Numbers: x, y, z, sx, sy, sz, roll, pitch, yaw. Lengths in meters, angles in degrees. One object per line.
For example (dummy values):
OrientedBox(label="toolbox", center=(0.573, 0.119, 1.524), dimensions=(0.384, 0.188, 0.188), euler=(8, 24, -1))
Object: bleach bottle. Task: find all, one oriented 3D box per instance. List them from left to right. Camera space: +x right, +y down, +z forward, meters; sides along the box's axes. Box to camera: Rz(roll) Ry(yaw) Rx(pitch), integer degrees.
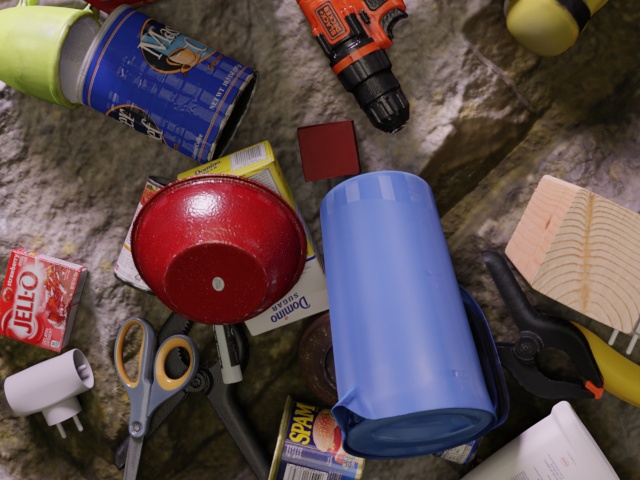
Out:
OrientedBox(label="bleach bottle", center=(0.152, 0.259, 1.003), dimensions=(0.251, 0.068, 0.102), euler=(-34, 89, 9))

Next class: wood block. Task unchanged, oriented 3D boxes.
OrientedBox(label="wood block", center=(0.229, 0.005, 0.934), dimensions=(0.090, 0.206, 0.091), euler=(26, 98, 1))

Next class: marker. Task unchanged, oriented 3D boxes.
OrientedBox(label="marker", center=(-0.096, 0.077, 1.029), dimensions=(0.020, 0.020, 0.121), euler=(-11, 91, 5))

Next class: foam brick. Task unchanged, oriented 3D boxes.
OrientedBox(label="foam brick", center=(0.010, -0.084, 1.006), dimensions=(0.053, 0.078, 0.051), euler=(-8, 94, 5))

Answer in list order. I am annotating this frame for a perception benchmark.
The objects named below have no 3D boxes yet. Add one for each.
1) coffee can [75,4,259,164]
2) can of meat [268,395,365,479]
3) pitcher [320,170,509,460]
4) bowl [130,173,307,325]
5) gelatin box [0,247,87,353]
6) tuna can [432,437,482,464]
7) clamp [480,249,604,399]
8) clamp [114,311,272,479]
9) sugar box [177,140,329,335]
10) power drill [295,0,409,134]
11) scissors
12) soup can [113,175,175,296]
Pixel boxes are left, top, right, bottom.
OrientedBox(label="coffee can", center=(-0.142, -0.144, 0.998), dimensions=(0.140, 0.103, 0.103), euler=(27, 98, 1))
OrientedBox(label="can of meat", center=(-0.001, 0.201, 1.026), dimensions=(0.084, 0.102, 0.057), euler=(14, 113, 0))
OrientedBox(label="pitcher", center=(0.076, 0.066, 0.956), dimensions=(0.145, 0.149, 0.243), euler=(-13, 63, 9))
OrientedBox(label="bowl", center=(-0.092, 0.022, 0.950), dimensions=(0.162, 0.055, 0.162), euler=(0, 126, -1))
OrientedBox(label="gelatin box", center=(-0.281, 0.060, 1.068), dimensions=(0.073, 0.030, 0.089), euler=(17, 97, 3))
OrientedBox(label="tuna can", center=(0.135, 0.170, 1.020), dimensions=(0.034, 0.086, 0.086), euler=(17, 97, 0))
OrientedBox(label="clamp", center=(0.197, 0.088, 1.015), dimensions=(0.171, 0.039, 0.120), euler=(23, 110, 11))
OrientedBox(label="clamp", center=(-0.130, 0.143, 1.062), dimensions=(0.164, 0.036, 0.210), euler=(-2, 94, 7))
OrientedBox(label="sugar box", center=(-0.057, 0.001, 1.001), dimensions=(0.093, 0.048, 0.176), euler=(-20, 125, 6))
OrientedBox(label="power drill", center=(0.083, -0.216, 0.981), dimensions=(0.188, 0.057, 0.184), euler=(-31, 90, 16))
OrientedBox(label="scissors", center=(-0.160, 0.174, 1.042), dimensions=(0.096, 0.016, 0.202), euler=(-4, 89, 17))
OrientedBox(label="soup can", center=(-0.152, -0.003, 1.032), dimensions=(0.068, 0.068, 0.102), euler=(22, 98, 2))
